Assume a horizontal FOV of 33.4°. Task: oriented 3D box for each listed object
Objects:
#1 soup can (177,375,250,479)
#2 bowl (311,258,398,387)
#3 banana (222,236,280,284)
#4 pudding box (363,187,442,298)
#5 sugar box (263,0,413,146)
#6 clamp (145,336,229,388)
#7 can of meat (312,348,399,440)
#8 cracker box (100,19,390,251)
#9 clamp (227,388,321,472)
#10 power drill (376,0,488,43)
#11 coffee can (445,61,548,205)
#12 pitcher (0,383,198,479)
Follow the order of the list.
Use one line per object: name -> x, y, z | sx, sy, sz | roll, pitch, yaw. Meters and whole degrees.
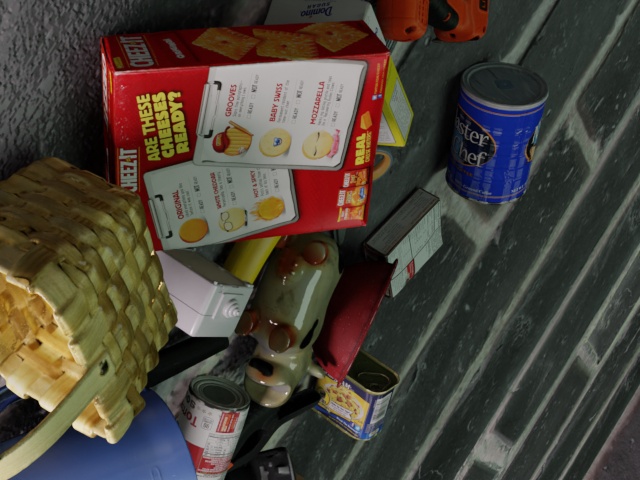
soup can -> -0.118, 0.200, 1.110 | 0.068, 0.069, 0.102 | -8, 122, -55
bowl -> 0.031, 0.083, 1.212 | 0.162, 0.055, 0.162 | 27, 87, -88
banana -> -0.055, -0.006, 1.032 | 0.198, 0.037, 0.069 | -56, -171, 9
pudding box -> 0.103, 0.004, 1.305 | 0.113, 0.039, 0.090 | -46, 148, -26
sugar box -> 0.020, -0.152, 0.975 | 0.176, 0.093, 0.048 | 61, 41, -57
clamp -> -0.174, 0.132, 0.991 | 0.164, 0.036, 0.209 | -56, 148, -4
can of meat -> 0.039, 0.184, 1.306 | 0.057, 0.102, 0.084 | -24, 137, -46
cracker box -> -0.062, -0.084, 0.848 | 0.213, 0.072, 0.164 | -7, 127, -18
clamp -> -0.060, 0.206, 1.236 | 0.171, 0.039, 0.120 | -45, 144, -14
power drill -> 0.107, -0.270, 1.016 | 0.187, 0.057, 0.184 | 2, 94, -62
coffee can -> 0.210, -0.129, 1.284 | 0.102, 0.103, 0.140 | -34, 142, -38
pitcher -> -0.230, 0.203, 0.850 | 0.242, 0.149, 0.145 | -15, 136, -30
